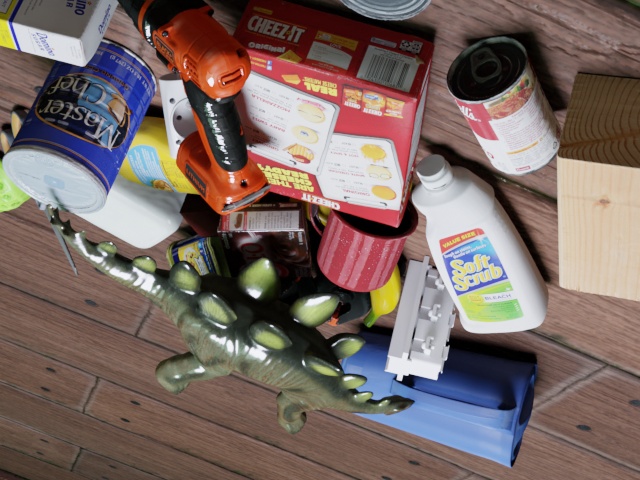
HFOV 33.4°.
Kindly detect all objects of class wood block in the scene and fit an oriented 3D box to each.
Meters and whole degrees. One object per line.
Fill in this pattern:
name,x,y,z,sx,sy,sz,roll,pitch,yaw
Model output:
wood block,0.257,-0.039,0.921,0.091,0.090,0.206,10,151,18

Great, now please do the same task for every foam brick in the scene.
foam brick,-0.106,-0.039,1.181,0.078,0.053,0.051,-3,145,33

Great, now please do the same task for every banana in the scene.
banana,0.039,0.015,1.170,0.070,0.037,0.197,-26,116,9

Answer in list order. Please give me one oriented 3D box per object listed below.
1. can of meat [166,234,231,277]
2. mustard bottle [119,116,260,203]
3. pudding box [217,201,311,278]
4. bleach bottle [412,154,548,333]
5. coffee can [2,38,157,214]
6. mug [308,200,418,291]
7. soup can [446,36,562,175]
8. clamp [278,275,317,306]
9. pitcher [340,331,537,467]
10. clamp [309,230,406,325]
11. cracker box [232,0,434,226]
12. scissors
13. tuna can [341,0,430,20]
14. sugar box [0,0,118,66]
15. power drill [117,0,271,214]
can of meat,-0.130,0.038,1.287,0.057,0.102,0.084,-17,179,-45
mustard bottle,-0.156,-0.088,1.116,0.192,0.058,0.096,8,151,19
pudding box,-0.057,0.001,1.135,0.090,0.039,0.113,-2,150,3
bleach bottle,0.151,0.003,1.089,0.103,0.068,0.250,-5,142,30
coffee can,-0.231,-0.111,1.033,0.103,0.140,0.103,15,152,8
mug,0.035,-0.008,1.090,0.117,0.093,0.082,34,131,19
soup can,0.154,-0.109,0.882,0.069,0.068,0.102,-1,147,32
clamp,-0.067,0.089,1.263,0.164,0.036,0.210,-15,151,-23
pitcher,0.146,0.194,1.359,0.243,0.144,0.149,12,137,18
clamp,0.039,0.053,1.271,0.120,0.039,0.171,18,150,12
cracker box,0.009,-0.111,0.962,0.164,0.072,0.214,17,153,9
scissors,-0.305,-0.063,1.173,0.202,0.016,0.096,52,142,28
tuna can,0.048,-0.208,0.806,0.086,0.033,0.086,15,152,8
sugar box,-0.269,-0.215,0.923,0.176,0.093,0.048,17,153,4
power drill,-0.109,-0.127,0.915,0.185,0.057,0.187,47,159,40
